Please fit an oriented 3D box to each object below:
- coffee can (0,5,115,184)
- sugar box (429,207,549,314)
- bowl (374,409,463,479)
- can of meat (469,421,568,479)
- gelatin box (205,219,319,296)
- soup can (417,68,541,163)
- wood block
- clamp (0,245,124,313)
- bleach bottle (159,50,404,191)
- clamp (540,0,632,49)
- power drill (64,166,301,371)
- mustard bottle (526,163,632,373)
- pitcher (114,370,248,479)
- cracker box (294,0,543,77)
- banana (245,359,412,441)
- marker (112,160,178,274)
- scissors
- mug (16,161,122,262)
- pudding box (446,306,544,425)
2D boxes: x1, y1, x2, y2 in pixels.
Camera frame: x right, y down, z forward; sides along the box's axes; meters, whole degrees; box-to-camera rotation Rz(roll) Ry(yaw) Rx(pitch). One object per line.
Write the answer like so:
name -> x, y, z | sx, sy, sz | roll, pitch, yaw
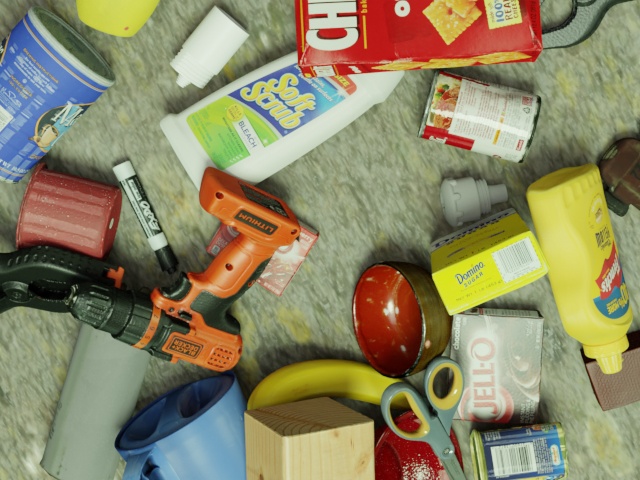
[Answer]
coffee can -> -0.281, -0.139, 1.022 | 0.140, 0.102, 0.103 | -44, 93, 10
sugar box -> 0.148, 0.014, 0.969 | 0.093, 0.176, 0.048 | -24, 98, 7
bowl -> 0.074, 0.242, 1.043 | 0.055, 0.161, 0.162 | 0, 101, 42
can of meat -> 0.191, 0.210, 1.032 | 0.084, 0.102, 0.057 | -8, 74, 4
gelatin box -> -0.057, 0.001, 1.059 | 0.089, 0.030, 0.073 | 33, 100, -1
soup can -> 0.149, -0.117, 1.004 | 0.102, 0.068, 0.068 | 15, 99, 2
wood block -> -0.009, 0.257, 0.961 | 0.090, 0.091, 0.206 | -5, 99, -27
clamp -> -0.296, 0.033, 1.026 | 0.210, 0.164, 0.036 | -4, 55, 13
bleach bottle -> -0.022, -0.139, 1.018 | 0.251, 0.068, 0.102 | -33, 77, 4
clamp -> 0.241, -0.245, 0.991 | 0.171, 0.039, 0.120 | -32, 93, 9
power drill -> -0.120, 0.027, 0.993 | 0.184, 0.057, 0.188 | 23, 111, -33
mustard bottle -> 0.245, 0.031, 0.981 | 0.058, 0.096, 0.191 | -10, 101, 36
pitcher -> -0.092, 0.264, 1.040 | 0.149, 0.145, 0.243 | -31, 102, -13
cracker box -> 0.083, -0.236, 0.944 | 0.214, 0.072, 0.164 | -3, 89, 4
banana -> 0.006, 0.149, 1.042 | 0.197, 0.037, 0.069 | -7, 77, -27
marker -> -0.174, -0.022, 1.072 | 0.020, 0.020, 0.121 | -24, 96, 8
scissors -> 0.128, 0.182, 1.027 | 0.096, 0.016, 0.201 | -48, 128, -4
mug -> -0.246, -0.014, 1.052 | 0.081, 0.093, 0.117 | 14, 131, -3
pudding box -> 0.171, 0.123, 1.052 | 0.090, 0.039, 0.113 | 3, 99, 5
